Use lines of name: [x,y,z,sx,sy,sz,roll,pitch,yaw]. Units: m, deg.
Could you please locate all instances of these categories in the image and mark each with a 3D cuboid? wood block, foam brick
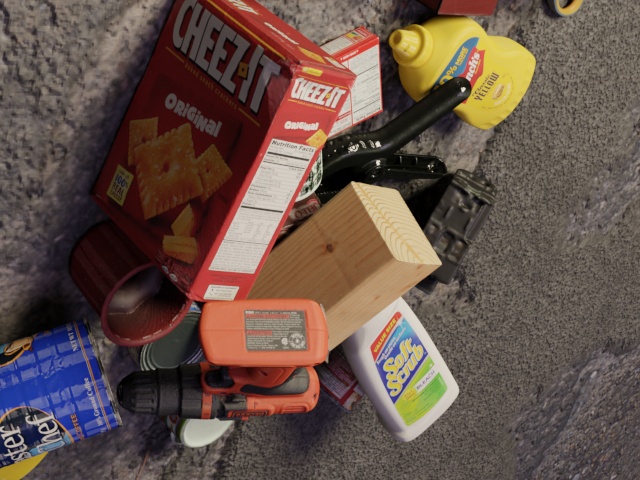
wood block: [-0.001,0.045,1.025,0.206,0.091,0.090,-40,156,25]
foam brick: [0.129,-0.247,1.011,0.078,0.053,0.051,-9,128,-39]

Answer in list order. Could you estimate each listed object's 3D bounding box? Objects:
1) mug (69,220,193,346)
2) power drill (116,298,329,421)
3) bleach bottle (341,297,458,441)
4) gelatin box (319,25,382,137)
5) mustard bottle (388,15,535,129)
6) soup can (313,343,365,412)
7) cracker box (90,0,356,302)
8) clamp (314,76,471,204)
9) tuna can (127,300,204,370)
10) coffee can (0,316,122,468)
mug: [-0.162,0.026,0.953,0.117,0.082,0.093,-41,141,-8]
power drill: [-0.078,0.108,0.914,0.184,0.057,0.188,-1,157,-14]
bleach bottle: [0.065,0.116,1.161,0.102,0.068,0.250,-41,134,-7]
gelatin box: [0.021,-0.148,1.014,0.073,0.030,0.089,-30,139,-23]
mustard bottle: [0.133,-0.176,1.072,0.191,0.058,0.096,13,120,-47]
soup can: [0.042,0.142,1.253,0.102,0.069,0.068,-47,142,0]
cracker box: [-0.087,-0.081,0.865,0.071,0.164,0.214,5,119,-47]
clamp: [0.053,-0.079,1.077,0.210,0.036,0.164,-24,155,-7]
tuna can: [-0.149,0.097,1.065,0.086,0.034,0.086,-24,136,-26]
coffee can: [-0.254,0.136,0.922,0.140,0.103,0.103,-18,135,-12]
